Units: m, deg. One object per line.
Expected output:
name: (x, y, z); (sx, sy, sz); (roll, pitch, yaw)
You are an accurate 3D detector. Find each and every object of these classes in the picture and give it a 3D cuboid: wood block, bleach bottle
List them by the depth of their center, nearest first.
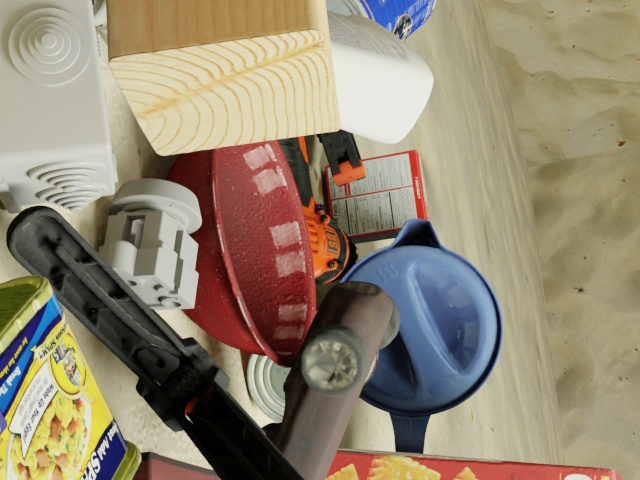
wood block: (-0.049, -0.156, 0.502); (0.090, 0.091, 0.206); (74, 10, -67)
bleach bottle: (-0.044, -0.120, 0.638); (0.250, 0.068, 0.103); (9, 27, -46)

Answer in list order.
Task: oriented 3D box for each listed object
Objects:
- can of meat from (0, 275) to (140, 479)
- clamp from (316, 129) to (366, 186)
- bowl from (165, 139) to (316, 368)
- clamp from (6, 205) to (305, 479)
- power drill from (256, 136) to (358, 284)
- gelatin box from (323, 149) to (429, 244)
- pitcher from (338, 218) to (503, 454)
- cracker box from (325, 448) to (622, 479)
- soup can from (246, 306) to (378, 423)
can of meat: (-0.115, 0.072, 0.379); (0.102, 0.057, 0.084); (-69, 142, -63)
clamp: (0.014, -0.101, 0.948); (0.120, 0.039, 0.171); (54, 18, -48)
bowl: (-0.054, 0.001, 0.641); (0.162, 0.055, 0.162); (-11, 90, -74)
clamp: (-0.057, 0.073, 0.491); (0.165, 0.036, 0.210); (46, -9, 15)
power drill: (-0.017, -0.059, 0.809); (0.184, 0.057, 0.187); (19, 60, -76)
gelatin box: (0.051, -0.037, 0.970); (0.030, 0.089, 0.073); (47, 35, -70)
pitcher: (0.082, 0.073, 0.917); (0.145, 0.149, 0.242); (46, 6, 3)
cracker box: (0.101, 0.190, 0.753); (0.164, 0.214, 0.072); (38, 55, -68)
soup can: (-0.003, 0.085, 0.736); (0.102, 0.069, 0.068); (-17, 95, -74)
